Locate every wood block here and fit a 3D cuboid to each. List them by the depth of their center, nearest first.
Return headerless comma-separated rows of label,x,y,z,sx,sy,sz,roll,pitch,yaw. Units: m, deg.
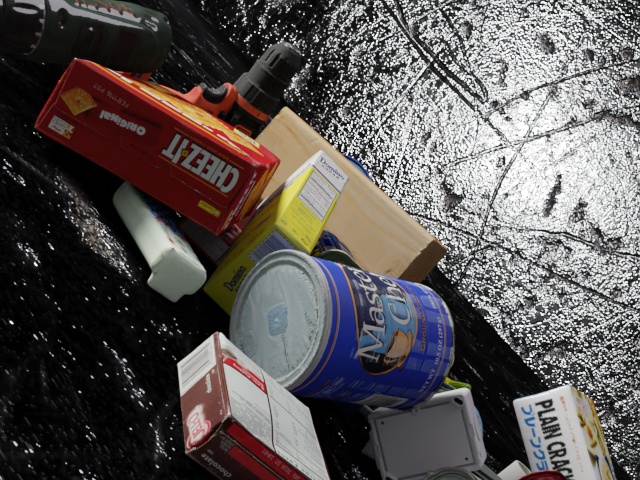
wood block,0.020,-0.030,1.085,0.206,0.090,0.090,43,5,18

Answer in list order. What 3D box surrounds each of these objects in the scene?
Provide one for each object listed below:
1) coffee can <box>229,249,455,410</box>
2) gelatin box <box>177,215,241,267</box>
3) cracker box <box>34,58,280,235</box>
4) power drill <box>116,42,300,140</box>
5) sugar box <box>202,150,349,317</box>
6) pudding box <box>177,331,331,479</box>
coffee can,0.017,0.070,0.799,0.140,0.103,0.103,15,27,-42
gelatin box,-0.090,0.001,0.990,0.089,0.030,0.073,45,7,-7
cracker box,-0.125,-0.081,0.903,0.164,0.072,0.213,30,5,0
power drill,-0.130,-0.160,1.113,0.187,0.184,0.057,27,18,-40
sugar box,-0.035,-0.010,0.925,0.048,0.093,0.176,44,25,-12
pudding box,-0.040,0.114,0.639,0.090,0.039,0.113,44,10,-21
